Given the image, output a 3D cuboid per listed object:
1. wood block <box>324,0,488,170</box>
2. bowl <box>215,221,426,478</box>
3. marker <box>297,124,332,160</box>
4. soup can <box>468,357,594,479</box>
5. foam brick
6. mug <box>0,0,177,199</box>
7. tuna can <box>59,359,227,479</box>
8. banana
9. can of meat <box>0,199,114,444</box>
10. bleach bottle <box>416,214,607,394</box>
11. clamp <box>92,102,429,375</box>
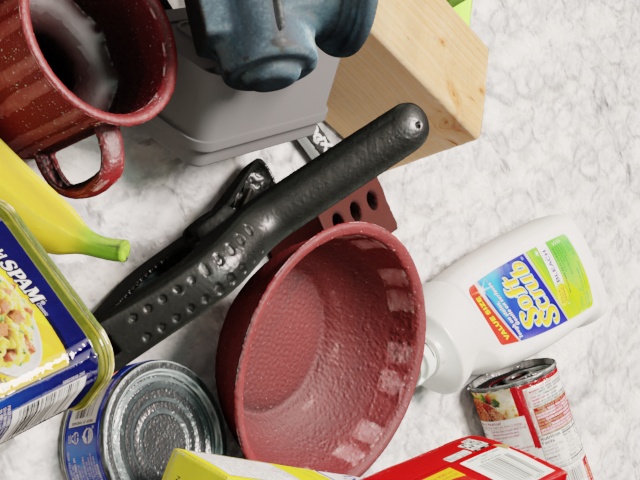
[{"bbox_3d":[0.020,-0.148,0.728,0.205,0.091,0.090,38,49,-36],"label":"wood block"},{"bbox_3d":[-0.008,0.064,0.613,0.161,0.055,0.162,-17,113,-46],"label":"bowl"},{"bbox_3d":[-0.003,-0.065,0.726,0.121,0.020,0.020,53,42,-23],"label":"marker"},{"bbox_3d":[0.160,0.147,0.802,0.068,0.069,0.102,-21,93,-52],"label":"soup can"},{"bbox_3d":[0.004,-0.013,0.687,0.078,0.051,0.053,-35,104,-51],"label":"foam brick"},{"bbox_3d":[-0.128,-0.077,0.526,0.093,0.082,0.117,-16,88,-52],"label":"mug"},{"bbox_3d":[-0.088,0.104,0.543,0.086,0.034,0.086,23,59,-44],"label":"tuna can"},{"bbox_3d":[-0.165,-0.059,0.480,0.197,0.070,0.037,54,28,-31],"label":"banana"},{"bbox_3d":[-0.153,0.041,0.452,0.102,0.058,0.083,51,39,11],"label":"can of meat"},{"bbox_3d":[0.131,0.058,0.809,0.250,0.068,0.102,-26,95,-50],"label":"bleach bottle"},{"bbox_3d":[-0.054,0.001,0.575,0.209,0.165,0.036,-41,105,-25],"label":"clamp"}]
